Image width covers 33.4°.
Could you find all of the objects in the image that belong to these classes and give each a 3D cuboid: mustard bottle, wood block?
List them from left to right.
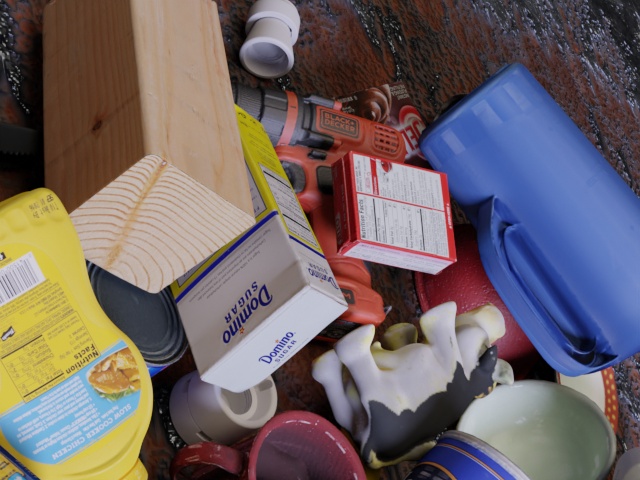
[{"bbox_3d":[-0.145,0.075,0.577,0.096,0.058,0.191,-33,104,-30],"label":"mustard bottle"},{"bbox_3d":[-0.115,-0.084,0.678,0.090,0.091,0.206,34,33,-41],"label":"wood block"}]

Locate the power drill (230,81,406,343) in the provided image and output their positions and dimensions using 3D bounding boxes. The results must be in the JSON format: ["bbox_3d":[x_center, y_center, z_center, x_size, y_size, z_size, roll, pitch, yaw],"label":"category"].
[{"bbox_3d":[-0.019,-0.026,0.786,0.184,0.057,0.187,12,62,-22],"label":"power drill"}]

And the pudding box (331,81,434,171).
[{"bbox_3d":[0.051,-0.085,0.922,0.113,0.039,0.090,-23,84,-49],"label":"pudding box"}]

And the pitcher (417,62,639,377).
[{"bbox_3d":[0.185,-0.016,0.863,0.243,0.145,0.149,52,5,-1],"label":"pitcher"}]

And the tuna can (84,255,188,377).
[{"bbox_3d":[-0.123,0.046,0.657,0.086,0.034,0.086,39,31,-29],"label":"tuna can"}]

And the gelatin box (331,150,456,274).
[{"bbox_3d":[0.052,-0.019,0.771,0.089,0.030,0.073,11,61,-28],"label":"gelatin box"}]

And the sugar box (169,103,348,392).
[{"bbox_3d":[-0.054,0.001,0.678,0.048,0.093,0.176,29,27,-46],"label":"sugar box"}]

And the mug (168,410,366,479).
[{"bbox_3d":[-0.040,0.155,0.647,0.117,0.082,0.093,31,47,-28],"label":"mug"}]

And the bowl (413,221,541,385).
[{"bbox_3d":[0.157,0.045,0.933,0.161,0.055,0.162,25,50,-33],"label":"bowl"}]
